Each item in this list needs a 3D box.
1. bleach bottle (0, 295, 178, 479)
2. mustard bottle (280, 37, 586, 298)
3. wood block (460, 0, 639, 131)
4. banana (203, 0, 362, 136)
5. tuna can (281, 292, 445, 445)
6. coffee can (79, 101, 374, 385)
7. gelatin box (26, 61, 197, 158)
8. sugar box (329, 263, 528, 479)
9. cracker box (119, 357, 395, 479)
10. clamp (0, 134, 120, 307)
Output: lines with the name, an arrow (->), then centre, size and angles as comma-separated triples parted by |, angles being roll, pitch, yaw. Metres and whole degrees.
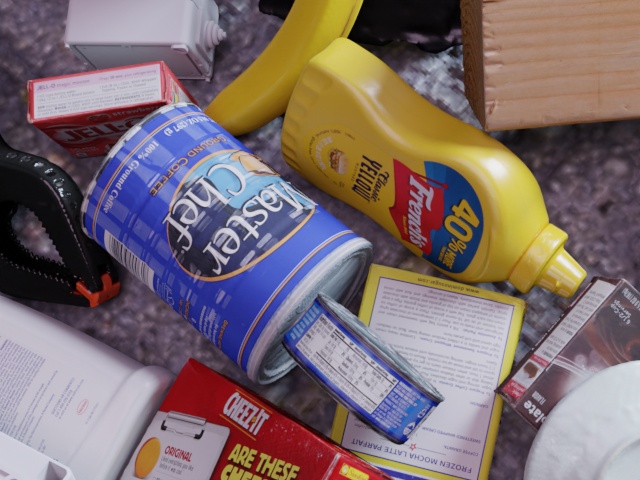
bleach bottle -> -0.214, 0.069, 0.656 | 0.251, 0.068, 0.102 | 27, 86, 17
mustard bottle -> 0.067, -0.029, 0.611 | 0.192, 0.096, 0.058 | 36, 53, 14
wood block -> 0.185, -0.121, 0.583 | 0.206, 0.090, 0.091 | -4, 111, 2
banana -> -0.014, -0.134, 0.637 | 0.070, 0.037, 0.198 | 34, 121, 17
tuna can -> 0.021, 0.067, 0.554 | 0.086, 0.086, 0.034 | 41, 92, 16
coffee can -> -0.054, 0.001, 0.621 | 0.140, 0.102, 0.103 | 39, 87, 16
gelatin box -> -0.128, -0.080, 0.667 | 0.089, 0.073, 0.030 | -8, 76, 8
sugar box -> 0.054, 0.109, 0.608 | 0.093, 0.048, 0.176 | 13, 84, 12
cracker box -> -0.062, 0.189, 0.557 | 0.164, 0.072, 0.213 | 20, 78, 56
clamp -> -0.218, -0.023, 0.677 | 0.210, 0.036, 0.165 | 44, 116, 5
